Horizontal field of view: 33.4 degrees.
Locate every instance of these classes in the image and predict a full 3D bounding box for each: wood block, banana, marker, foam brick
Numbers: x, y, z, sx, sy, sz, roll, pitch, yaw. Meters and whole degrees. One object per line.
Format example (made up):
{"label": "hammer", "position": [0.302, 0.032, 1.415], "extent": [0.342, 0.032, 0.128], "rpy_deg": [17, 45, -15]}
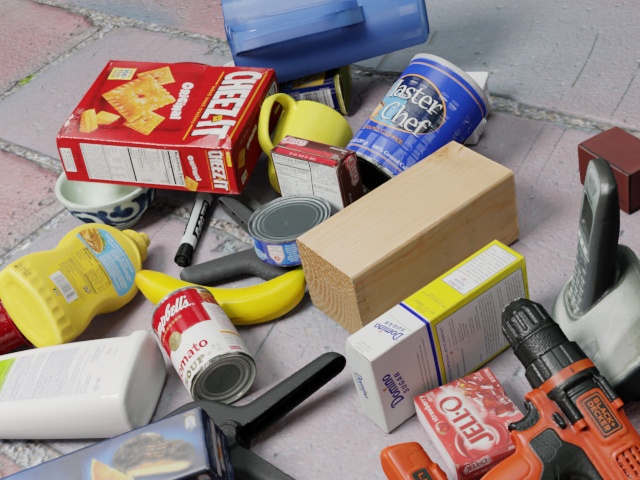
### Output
{"label": "wood block", "position": [0.089, -0.001, 1.058], "extent": [0.205, 0.090, 0.091], "rpy_deg": [-32, 41, -22]}
{"label": "banana", "position": [-0.098, 0.056, 1.086], "extent": [0.198, 0.037, 0.069], "rpy_deg": [-5, 48, 12]}
{"label": "marker", "position": [-0.144, -0.013, 1.207], "extent": [0.020, 0.020, 0.121], "rpy_deg": [-4, 39, 13]}
{"label": "foam brick", "position": [0.312, -0.074, 1.106], "extent": [0.051, 0.053, 0.078], "rpy_deg": [-28, 40, -16]}

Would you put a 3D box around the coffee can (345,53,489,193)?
{"label": "coffee can", "position": [0.102, -0.116, 1.152], "extent": [0.103, 0.102, 0.140], "rpy_deg": [27, 74, 41]}

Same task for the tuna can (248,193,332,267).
{"label": "tuna can", "position": [-0.028, -0.010, 1.082], "extent": [0.086, 0.034, 0.086], "rpy_deg": [-10, 33, 6]}

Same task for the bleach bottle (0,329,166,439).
{"label": "bleach bottle", "position": [-0.281, 0.143, 1.023], "extent": [0.251, 0.068, 0.102], "rpy_deg": [-5, 38, 16]}

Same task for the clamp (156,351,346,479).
{"label": "clamp", "position": [-0.072, 0.169, 0.934], "extent": [0.210, 0.036, 0.164], "rpy_deg": [-4, 47, 18]}

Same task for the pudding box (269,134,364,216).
{"label": "pudding box", "position": [0.001, -0.051, 1.129], "extent": [0.090, 0.113, 0.039], "rpy_deg": [18, 45, 34]}

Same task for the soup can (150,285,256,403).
{"label": "soup can", "position": [-0.110, 0.100, 1.006], "extent": [0.068, 0.068, 0.102], "rpy_deg": [-25, 46, -14]}

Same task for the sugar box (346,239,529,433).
{"label": "sugar box", "position": [0.107, 0.083, 0.943], "extent": [0.176, 0.093, 0.048], "rpy_deg": [-29, 39, -19]}

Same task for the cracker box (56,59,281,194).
{"label": "cracker box", "position": [-0.171, -0.135, 1.222], "extent": [0.214, 0.072, 0.164], "rpy_deg": [5, 42, 16]}

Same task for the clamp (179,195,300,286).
{"label": "clamp", "position": [-0.057, 0.001, 1.139], "extent": [0.172, 0.039, 0.120], "rpy_deg": [2, 58, 15]}

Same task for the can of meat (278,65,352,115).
{"label": "can of meat", "position": [-0.008, -0.199, 1.366], "extent": [0.084, 0.057, 0.102], "rpy_deg": [-7, 38, 12]}

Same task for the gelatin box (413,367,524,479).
{"label": "gelatin box", "position": [0.129, 0.155, 0.896], "extent": [0.073, 0.030, 0.089], "rpy_deg": [-21, 38, -8]}

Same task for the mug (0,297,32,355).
{"label": "mug", "position": [-0.355, 0.083, 1.086], "extent": [0.081, 0.117, 0.093], "rpy_deg": [-28, 77, -9]}

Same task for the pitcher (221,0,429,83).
{"label": "pitcher", "position": [0.005, -0.266, 1.291], "extent": [0.243, 0.145, 0.149], "rpy_deg": [-12, 57, 5]}

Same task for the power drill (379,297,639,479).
{"label": "power drill", "position": [0.144, 0.152, 0.830], "extent": [0.187, 0.057, 0.184], "rpy_deg": [-28, 64, -10]}

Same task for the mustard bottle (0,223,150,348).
{"label": "mustard bottle", "position": [-0.241, 0.034, 1.113], "extent": [0.058, 0.096, 0.191], "rpy_deg": [-34, 2, 37]}
